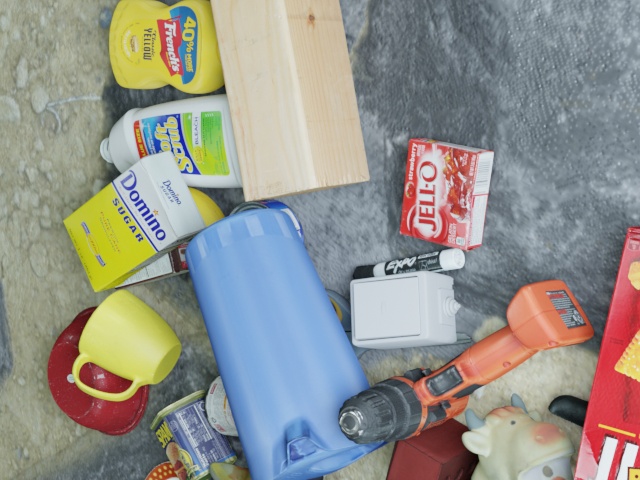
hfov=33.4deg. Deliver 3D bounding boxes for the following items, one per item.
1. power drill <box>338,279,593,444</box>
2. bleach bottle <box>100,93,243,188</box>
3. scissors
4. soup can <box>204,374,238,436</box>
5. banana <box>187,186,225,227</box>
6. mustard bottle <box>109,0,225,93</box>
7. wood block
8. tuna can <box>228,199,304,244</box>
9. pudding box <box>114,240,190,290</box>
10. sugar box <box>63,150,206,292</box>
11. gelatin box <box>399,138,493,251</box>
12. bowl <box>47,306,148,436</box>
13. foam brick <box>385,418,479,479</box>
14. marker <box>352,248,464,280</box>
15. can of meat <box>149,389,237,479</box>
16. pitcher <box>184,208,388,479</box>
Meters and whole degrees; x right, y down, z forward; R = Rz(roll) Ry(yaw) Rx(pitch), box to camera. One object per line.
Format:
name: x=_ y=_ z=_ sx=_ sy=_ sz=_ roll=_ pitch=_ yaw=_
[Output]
power drill: x=0.119 y=0.103 z=0.876 sx=0.188 sy=0.184 sz=0.057 roll=-36 pitch=74 yaw=28
bleach bottle: x=-0.146 y=-0.097 z=1.133 sx=0.251 sy=0.067 sz=0.102 roll=-2 pitch=97 yaw=42
scissors: x=0.050 y=0.077 z=1.025 sx=0.202 sy=0.016 sz=0.096 roll=-24 pitch=81 yaw=39
soup can: x=-0.062 y=0.170 z=1.099 sx=0.102 sy=0.068 sz=0.068 roll=-4 pitch=94 yaw=41
banana: x=-0.116 y=0.021 z=1.138 sx=0.070 sy=0.037 sz=0.198 roll=-26 pitch=84 yaw=31
mustard bottle: x=-0.138 y=-0.202 z=1.111 sx=0.192 sy=0.058 sz=0.096 roll=11 pitch=101 yaw=38
wood block: x=-0.029 y=-0.147 z=1.007 sx=0.090 sy=0.090 sz=0.206 roll=-9 pitch=91 yaw=39
tuna can: x=-0.057 y=0.001 z=1.091 sx=0.086 sy=0.033 sz=0.086 roll=8 pitch=102 yaw=39
pudding box: x=-0.197 y=0.002 z=1.205 sx=0.114 sy=0.039 sz=0.090 roll=-15 pitch=89 yaw=42
sugar box: x=-0.202 y=-0.017 z=1.139 sx=0.177 sy=0.048 sz=0.093 roll=-31 pitch=83 yaw=46
gelatin box: x=0.110 y=-0.041 z=0.946 sx=0.073 sy=0.030 sz=0.089 roll=16 pitch=107 yaw=37
bowl: x=-0.280 y=0.163 z=1.289 sx=0.162 sy=0.055 sz=0.162 roll=7 pitch=101 yaw=39
foam brick: x=0.104 y=0.199 z=0.959 sx=0.051 sy=0.078 sz=0.053 roll=26 pitch=115 yaw=34
marker: x=0.079 y=0.025 z=0.990 sx=0.121 sy=0.020 sz=0.020 roll=-12 pitch=89 yaw=41
can of meat: x=-0.138 y=0.220 z=1.162 sx=0.084 sy=0.057 sz=0.102 roll=60 pitch=155 yaw=11
pitcher: x=-0.035 y=0.100 z=0.985 sx=0.149 sy=0.144 sz=0.243 roll=-43 pitch=63 yaw=50
